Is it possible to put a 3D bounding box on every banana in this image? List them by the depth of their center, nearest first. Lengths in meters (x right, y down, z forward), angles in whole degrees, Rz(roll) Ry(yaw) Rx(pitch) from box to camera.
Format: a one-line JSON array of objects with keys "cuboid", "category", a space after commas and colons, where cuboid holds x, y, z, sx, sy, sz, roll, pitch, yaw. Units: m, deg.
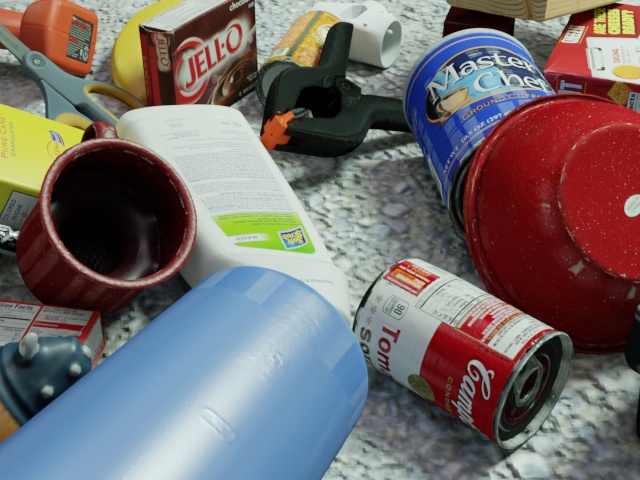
[{"cuboid": [-0.145, -0.173, 0.941, 0.070, 0.037, 0.197, 9, 36, 14], "category": "banana"}]

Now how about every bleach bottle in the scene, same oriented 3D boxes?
[{"cuboid": [-0.054, 0.001, 0.669, 0.102, 0.068, 0.251, -6, 37, -22], "category": "bleach bottle"}]

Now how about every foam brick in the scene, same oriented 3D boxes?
[{"cuboid": [0.129, -0.152, 0.876, 0.053, 0.078, 0.051, 10, 38, 14], "category": "foam brick"}]

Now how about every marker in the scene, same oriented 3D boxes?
[{"cuboid": [-0.191, 0.001, 0.663, 0.121, 0.020, 0.020, 18, 29, -23], "category": "marker"}]

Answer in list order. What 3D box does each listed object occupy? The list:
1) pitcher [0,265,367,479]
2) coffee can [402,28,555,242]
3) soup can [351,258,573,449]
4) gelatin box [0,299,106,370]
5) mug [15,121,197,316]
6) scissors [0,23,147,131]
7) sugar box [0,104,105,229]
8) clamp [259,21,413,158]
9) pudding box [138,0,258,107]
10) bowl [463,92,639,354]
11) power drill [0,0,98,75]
[{"cuboid": [-0.066, 0.120, 0.460, 0.145, 0.149, 0.242, 2, 29, 29], "category": "pitcher"}, {"cuboid": [0.121, -0.071, 0.738, 0.102, 0.103, 0.140, -5, 35, -7], "category": "coffee can"}, {"cuboid": [0.076, 0.059, 0.583, 0.102, 0.068, 0.068, 28, 44, 35], "category": "soup can"}, {"cuboid": [-0.170, 0.072, 0.597, 0.073, 0.030, 0.089, 5, 36, 9], "category": "gelatin box"}, {"cuboid": [-0.133, -0.013, 0.637, 0.093, 0.082, 0.117, 2, 68, -30], "category": "mug"}, {"cuboid": [-0.216, -0.115, 0.800, 0.201, 0.016, 0.096, 30, 52, -8], "category": "scissors"}, {"cuboid": [-0.224, -0.055, 0.691, 0.176, 0.048, 0.093, 19, 30, -32], "category": "sugar box"}, {"cuboid": [0.009, -0.113, 0.806, 0.171, 0.039, 0.120, -20, 58, -46], "category": "clamp"}, {"cuboid": [-0.095, -0.147, 0.857, 0.039, 0.090, 0.113, 18, 38, 24], "category": "pudding box"}, {"cuboid": [0.167, -0.017, 0.619, 0.162, 0.055, 0.162, 3, 78, -14], "category": "bowl"}, {"cuboid": [-0.293, -0.184, 0.882, 0.188, 0.057, 0.184, 12, 6, 9], "category": "power drill"}]
